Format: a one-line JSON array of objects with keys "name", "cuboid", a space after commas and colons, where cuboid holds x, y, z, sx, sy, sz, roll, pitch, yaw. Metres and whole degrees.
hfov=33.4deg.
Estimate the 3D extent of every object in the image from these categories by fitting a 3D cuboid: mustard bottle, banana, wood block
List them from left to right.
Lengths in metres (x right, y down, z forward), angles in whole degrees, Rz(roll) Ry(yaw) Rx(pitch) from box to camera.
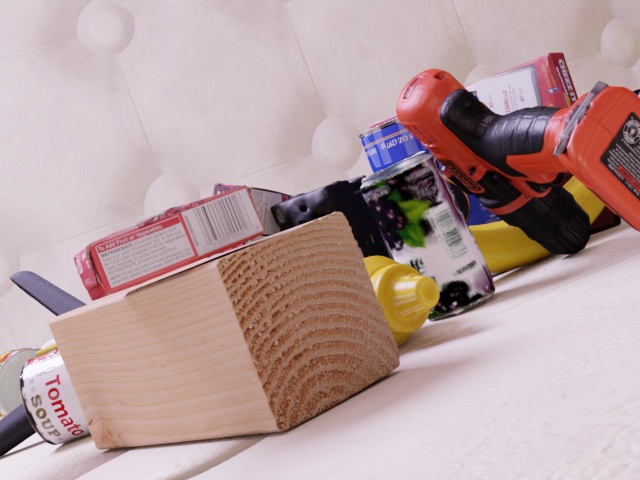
[{"name": "wood block", "cuboid": [-0.063, 0.058, 0.615, 0.090, 0.091, 0.207, -23, 3, -38]}, {"name": "mustard bottle", "cuboid": [0.006, 0.048, 0.681, 0.096, 0.058, 0.192, -15, -2, -37]}, {"name": "banana", "cuboid": [0.158, -0.018, 0.807, 0.197, 0.069, 0.037, -31, 12, -20]}]

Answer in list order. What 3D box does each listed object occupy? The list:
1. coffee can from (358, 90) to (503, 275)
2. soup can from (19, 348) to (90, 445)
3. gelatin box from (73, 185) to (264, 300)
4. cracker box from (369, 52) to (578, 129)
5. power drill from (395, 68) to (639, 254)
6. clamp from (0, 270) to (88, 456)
[{"name": "coffee can", "cuboid": [0.103, -0.038, 0.866, 0.103, 0.140, 0.103, -21, 2, 0]}, {"name": "soup can", "cuboid": [-0.157, 0.101, 0.775, 0.102, 0.068, 0.068, -21, 1, 7]}, {"name": "gelatin box", "cuboid": [-0.082, 0.002, 0.561, 0.089, 0.030, 0.073, -22, 2, -18]}, {"name": "cracker box", "cuboid": [0.181, -0.087, 1.144, 0.214, 0.164, 0.072, -19, 0, 29]}, {"name": "power drill", "cuboid": [0.154, -0.040, 0.680, 0.057, 0.184, 0.188, -58, 26, -10]}, {"name": "clamp", "cuboid": [-0.178, 0.098, 0.853, 0.210, 0.164, 0.036, -1, -29, 19]}]
